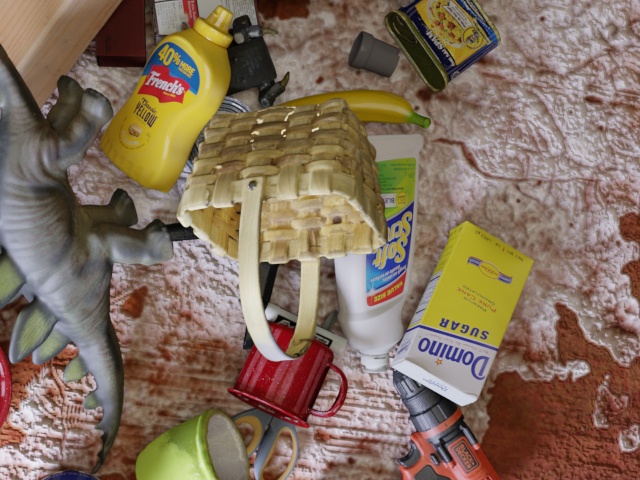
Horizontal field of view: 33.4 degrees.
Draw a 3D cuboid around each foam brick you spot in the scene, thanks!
[{"bbox_3d":[-0.208,-0.223,1.109,0.053,0.051,0.078,0,88,-9],"label":"foam brick"}]

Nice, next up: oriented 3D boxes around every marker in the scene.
[{"bbox_3d":[-0.029,0.085,1.111,0.121,0.020,0.020,27,84,-8],"label":"marker"}]

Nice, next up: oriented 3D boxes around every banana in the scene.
[{"bbox_3d":[0.014,-0.136,1.135,0.197,0.070,0.037,-7,112,-12],"label":"banana"}]

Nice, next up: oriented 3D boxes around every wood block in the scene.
[{"bbox_3d":[-0.274,-0.227,1.045,0.091,0.090,0.206,41,97,11],"label":"wood block"}]

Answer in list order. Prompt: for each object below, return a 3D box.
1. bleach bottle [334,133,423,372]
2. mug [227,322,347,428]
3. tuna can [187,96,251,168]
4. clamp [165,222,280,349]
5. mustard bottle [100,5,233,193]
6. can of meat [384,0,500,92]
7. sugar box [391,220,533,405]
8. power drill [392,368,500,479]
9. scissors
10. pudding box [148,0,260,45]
[{"bbox_3d":[0.062,0.014,1.137,0.102,0.068,0.251,-7,97,-37],"label":"bleach bottle"},{"bbox_3d":[-0.027,0.140,1.090,0.117,0.093,0.081,19,74,24],"label":"mug"},{"bbox_3d":[-0.107,-0.108,1.131,0.086,0.034,0.086,0,88,-10],"label":"tuna can"},{"bbox_3d":[-0.057,0.001,1.135,0.210,0.036,0.164,-36,94,-9],"label":"clamp"},{"bbox_3d":[-0.143,-0.150,1.076,0.096,0.058,0.192,41,104,33],"label":"mustard bottle"},{"bbox_3d":[0.134,-0.228,1.164,0.084,0.057,0.102,-37,95,-11],"label":"can of meat"},{"bbox_3d":[0.154,0.077,1.141,0.093,0.048,0.176,29,66,-8],"label":"sugar box"},{"bbox_3d":[0.081,0.245,1.141,0.187,0.057,0.184,-33,91,-8],"label":"power drill"},{"bbox_3d":[-0.049,0.163,1.142,0.096,0.016,0.202,14,86,-9],"label":"scissors"},{"bbox_3d":[-0.126,-0.259,1.131,0.113,0.039,0.090,-8,88,-12],"label":"pudding box"}]
